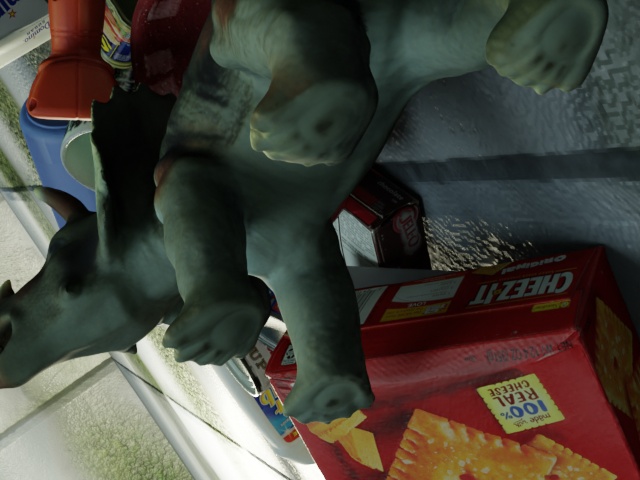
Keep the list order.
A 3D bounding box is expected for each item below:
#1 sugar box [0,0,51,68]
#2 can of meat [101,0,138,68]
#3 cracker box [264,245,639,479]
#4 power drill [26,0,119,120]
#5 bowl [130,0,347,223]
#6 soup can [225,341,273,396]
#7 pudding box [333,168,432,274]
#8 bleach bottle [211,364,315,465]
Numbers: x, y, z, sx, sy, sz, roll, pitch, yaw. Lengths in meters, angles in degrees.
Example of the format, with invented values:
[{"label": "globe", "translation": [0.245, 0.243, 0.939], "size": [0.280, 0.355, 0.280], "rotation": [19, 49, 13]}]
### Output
[{"label": "sugar box", "translation": [-0.307, -0.249, 0.969], "size": [0.176, 0.093, 0.048], "rotation": [49, 162, 16]}, {"label": "can of meat", "translation": [-0.139, -0.177, 0.729], "size": [0.102, 0.057, 0.084], "rotation": [57, 160, -7]}, {"label": "cracker box", "translation": [0.091, 0.118, 0.529], "size": [0.164, 0.072, 0.213], "rotation": [-12, 117, 33]}, {"label": "power drill", "translation": [-0.134, -0.162, 0.598], "size": [0.184, 0.057, 0.188], "rotation": [-149, 62, -76]}, {"label": "bowl", "translation": [-0.030, -0.081, 0.579], "size": [0.162, 0.055, 0.162], "rotation": [28, 136, 30]}, {"label": "soup can", "translation": [-0.026, 0.060, 0.793], "size": [0.068, 0.102, 0.068], "rotation": [48, 161, 22]}, {"label": "pudding box", "translation": [0.026, 0.001, 0.658], "size": [0.090, 0.039, 0.113], "rotation": [40, 156, 39]}, {"label": "bleach bottle", "translation": [-0.029, 0.119, 0.948], "size": [0.068, 0.102, 0.250], "rotation": [47, 169, 49]}]
